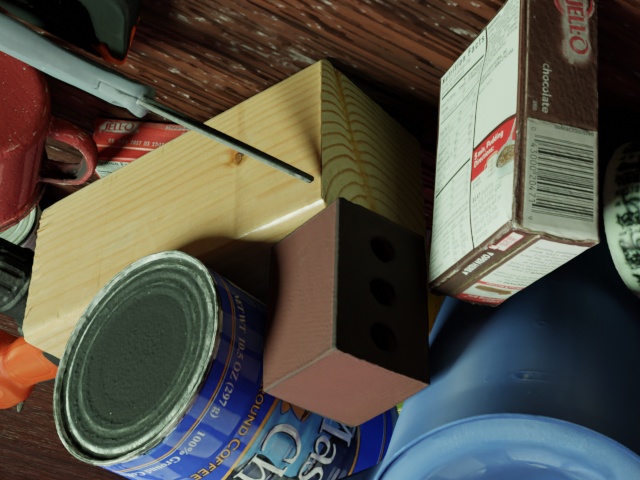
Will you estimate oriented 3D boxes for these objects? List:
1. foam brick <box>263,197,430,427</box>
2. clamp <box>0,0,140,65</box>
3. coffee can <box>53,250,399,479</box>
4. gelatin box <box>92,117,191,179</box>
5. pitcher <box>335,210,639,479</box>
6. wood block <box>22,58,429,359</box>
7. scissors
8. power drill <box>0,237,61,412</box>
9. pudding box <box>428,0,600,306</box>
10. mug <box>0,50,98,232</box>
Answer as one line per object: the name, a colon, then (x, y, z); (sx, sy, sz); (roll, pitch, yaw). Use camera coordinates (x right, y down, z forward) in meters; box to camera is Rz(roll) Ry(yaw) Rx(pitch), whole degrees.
foam brick: (0.011, 0.032, 0.468); (0.052, 0.078, 0.051); (25, 140, -31)
clamp: (-0.137, -0.131, 0.447); (0.120, 0.039, 0.171); (16, 161, 21)
coffee can: (-0.042, 0.081, 0.518); (0.103, 0.102, 0.140); (-8, 148, 39)
gelatin box: (-0.091, -0.038, 0.645); (0.073, 0.030, 0.089); (6, 153, 15)
pitcher: (0.118, 0.075, 0.522); (0.149, 0.242, 0.145); (42, 120, -8)
wood block: (-0.054, 0.001, 0.573); (0.206, 0.091, 0.090); (-23, 141, 31)
scissors: (-0.102, -0.074, 0.482); (0.202, 0.016, 0.096); (26, -179, 29)
power drill: (-0.207, 0.063, 0.734); (0.188, 0.057, 0.184); (-14, 144, 38)
pudding box: (0.080, -0.039, 0.451); (0.039, 0.113, 0.090); (12, 158, -12)
mug: (-0.178, -0.056, 0.577); (0.117, 0.093, 0.082); (15, 152, -13)
